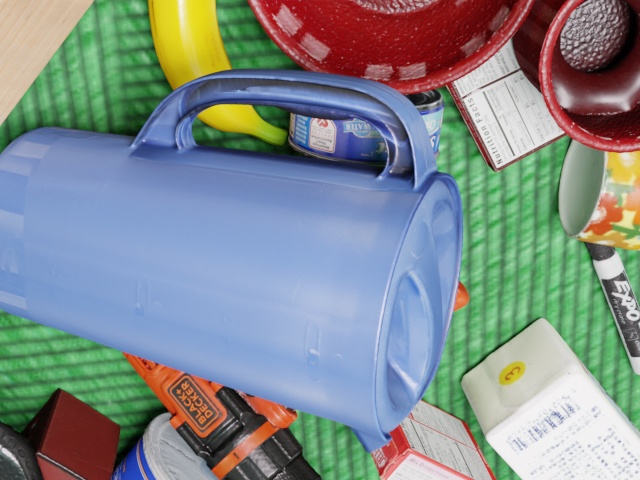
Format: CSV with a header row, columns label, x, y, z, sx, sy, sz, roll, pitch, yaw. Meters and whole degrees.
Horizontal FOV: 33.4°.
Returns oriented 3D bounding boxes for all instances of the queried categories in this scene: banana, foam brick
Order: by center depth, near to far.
label,x,y,z,sx,sy,sz,roll,pitch,yaw
banana,-0.062,-0.142,0.584,0.069,0.037,0.198,-14,117,-20
foam brick,-0.164,0.141,0.670,0.051,0.078,0.053,36,105,-16

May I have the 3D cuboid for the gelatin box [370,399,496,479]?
label,x,y,z,sx,sy,sz,roll,pitch,yaw
gelatin box,0.067,0.134,0.683,0.089,0.073,0.030,29,109,-28

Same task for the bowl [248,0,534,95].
label,x,y,z,sx,sy,sz,roll,pitch,yaw
bowl,0.038,-0.161,0.561,0.162,0.055,0.162,3,110,9

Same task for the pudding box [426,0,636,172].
label,x,y,z,sx,sy,sz,roll,pitch,yaw
pudding box,0.127,-0.105,0.615,0.113,0.039,0.090,-27,113,8

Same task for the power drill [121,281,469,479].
label,x,y,z,sx,sy,sz,roll,pitch,yaw
power drill,-0.004,0.069,0.635,0.188,0.057,0.184,-43,83,8

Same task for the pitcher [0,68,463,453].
label,x,y,z,sx,sy,sz,roll,pitch,yaw
pitcher,-0.054,0.001,0.553,0.243,0.149,0.145,12,158,20

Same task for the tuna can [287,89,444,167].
label,x,y,z,sx,sy,sz,roll,pitch,yaw
tuna can,0.025,-0.068,0.594,0.086,0.086,0.034,2,111,-7
